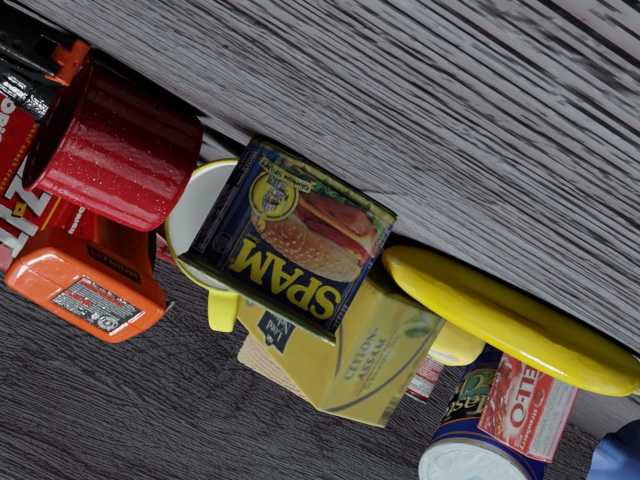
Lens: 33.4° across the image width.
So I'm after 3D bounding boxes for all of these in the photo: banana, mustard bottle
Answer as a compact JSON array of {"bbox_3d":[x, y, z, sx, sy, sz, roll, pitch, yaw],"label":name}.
[{"bbox_3d":[0.117,0.051,0.666,0.198,0.037,0.069,28,176,18],"label":"banana"},{"bbox_3d":[0.089,0.063,0.900,0.096,0.058,0.191,27,176,41],"label":"mustard bottle"}]

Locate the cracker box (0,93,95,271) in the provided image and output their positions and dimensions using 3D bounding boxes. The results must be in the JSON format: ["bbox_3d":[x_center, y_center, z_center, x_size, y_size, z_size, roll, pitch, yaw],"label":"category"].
[{"bbox_3d":[-0.269,-0.078,0.884,0.214,0.164,0.072,28,179,21],"label":"cracker box"}]

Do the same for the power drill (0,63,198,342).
[{"bbox_3d":[-0.162,-0.037,0.735,0.184,0.057,0.187,34,-143,-33],"label":"power drill"}]

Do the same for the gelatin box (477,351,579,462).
[{"bbox_3d":[0.167,0.121,0.844,0.030,0.089,0.073,20,180,-24],"label":"gelatin box"}]

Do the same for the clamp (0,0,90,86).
[{"bbox_3d":[-0.206,-0.129,0.661,0.172,0.039,0.120,27,-179,20],"label":"clamp"}]

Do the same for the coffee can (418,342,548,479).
[{"bbox_3d":[0.159,0.170,0.954,0.103,0.140,0.103,15,130,19],"label":"coffee can"}]

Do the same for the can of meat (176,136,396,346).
[{"bbox_3d":[-0.017,0.000,0.617,0.102,0.084,0.057,30,176,-21],"label":"can of meat"}]

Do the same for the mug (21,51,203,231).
[{"bbox_3d":[-0.127,-0.064,0.665,0.081,0.093,0.117,25,-151,-25],"label":"mug"}]
